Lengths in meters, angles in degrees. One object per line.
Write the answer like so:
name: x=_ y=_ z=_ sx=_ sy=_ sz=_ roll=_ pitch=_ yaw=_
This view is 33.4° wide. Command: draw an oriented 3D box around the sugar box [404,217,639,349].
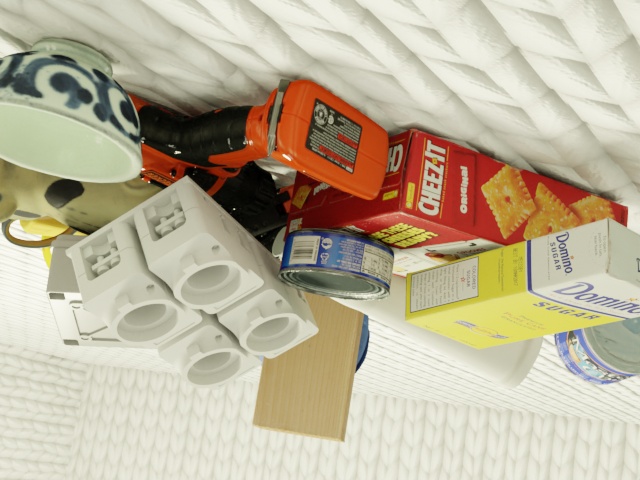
sugar box: x=0.156 y=0.036 z=0.764 sx=0.093 sy=0.048 sz=0.177 roll=21 pitch=155 yaw=-38

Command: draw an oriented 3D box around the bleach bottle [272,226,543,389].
bleach bottle: x=0.073 y=0.051 z=0.949 sx=0.250 sy=0.068 sz=0.103 roll=25 pitch=-174 yaw=-24

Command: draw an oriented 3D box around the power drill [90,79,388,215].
power drill: x=-0.047 y=-0.059 z=0.763 sx=0.188 sy=0.057 sz=0.184 roll=-1 pitch=164 yaw=40

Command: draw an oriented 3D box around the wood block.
wood block: x=-0.005 y=0.097 z=1.102 sx=0.091 sy=0.206 sz=0.090 roll=8 pitch=168 yaw=6

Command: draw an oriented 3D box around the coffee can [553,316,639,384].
coffee can: x=0.306 y=0.093 z=1.103 sx=0.103 sy=0.103 sz=0.140 roll=8 pitch=168 yaw=2

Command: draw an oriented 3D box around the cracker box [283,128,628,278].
cracker box: x=0.105 y=-0.014 z=0.835 sx=0.213 sy=0.072 sz=0.164 roll=17 pitch=164 yaw=-29

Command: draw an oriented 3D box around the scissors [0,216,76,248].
scissors: x=-0.198 y=-0.048 z=0.985 sx=0.201 sy=0.096 sz=0.016 roll=-18 pitch=-154 yaw=-22

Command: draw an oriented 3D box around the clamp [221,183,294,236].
clamp: x=-0.083 y=-0.015 z=0.965 sx=0.210 sy=0.036 sz=0.164 roll=-19 pitch=-171 yaw=38

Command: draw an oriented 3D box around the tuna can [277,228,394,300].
tuna can: x=0.012 y=0.019 z=0.805 sx=0.086 sy=0.034 sz=0.086 roll=9 pitch=166 yaw=2
